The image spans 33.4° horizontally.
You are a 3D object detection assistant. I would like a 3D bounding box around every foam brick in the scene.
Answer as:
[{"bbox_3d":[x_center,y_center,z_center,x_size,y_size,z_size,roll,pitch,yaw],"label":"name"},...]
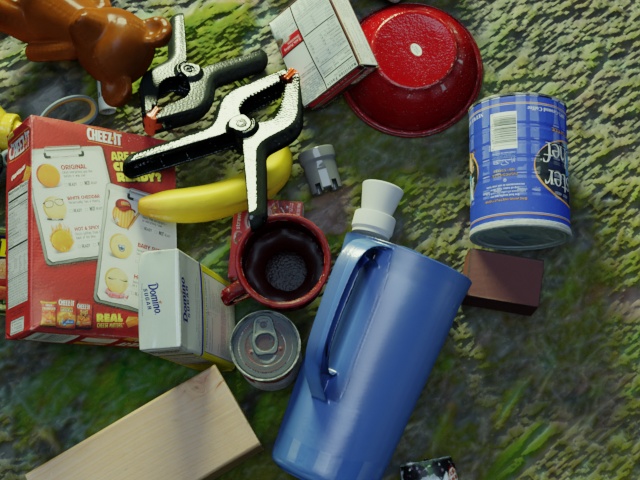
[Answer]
[{"bbox_3d":[0.186,0.043,1.100,0.078,0.053,0.051,10,76,3],"label":"foam brick"}]

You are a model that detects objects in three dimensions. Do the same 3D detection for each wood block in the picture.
[{"bbox_3d":[-0.168,0.216,1.044,0.206,0.090,0.091,-30,78,-7],"label":"wood block"}]

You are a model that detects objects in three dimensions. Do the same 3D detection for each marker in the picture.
[{"bbox_3d":[-0.241,-0.199,1.184,0.020,0.020,0.121,-8,76,-1],"label":"marker"}]

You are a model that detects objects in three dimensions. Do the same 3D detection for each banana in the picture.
[{"bbox_3d":[-0.093,-0.056,1.104,0.070,0.037,0.197,35,49,31],"label":"banana"}]

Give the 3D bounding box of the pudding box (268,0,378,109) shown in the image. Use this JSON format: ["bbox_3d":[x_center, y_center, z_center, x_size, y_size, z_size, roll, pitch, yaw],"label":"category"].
[{"bbox_3d":[0.002,-0.211,1.149,0.090,0.039,0.113,-32,76,36],"label":"pudding box"}]

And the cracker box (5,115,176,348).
[{"bbox_3d":[-0.228,-0.003,1.069,0.163,0.072,0.214,8,71,-39],"label":"cracker box"}]

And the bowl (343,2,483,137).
[{"bbox_3d":[0.099,-0.196,1.159,0.162,0.055,0.162,0,76,0],"label":"bowl"}]

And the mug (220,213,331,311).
[{"bbox_3d":[-0.046,0.033,1.060,0.117,0.081,0.093,-31,80,-5],"label":"mug"}]

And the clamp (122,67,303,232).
[{"bbox_3d":[-0.073,-0.099,1.079,0.165,0.036,0.209,30,57,24],"label":"clamp"}]

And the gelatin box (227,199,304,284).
[{"bbox_3d":[-0.057,0.002,1.125,0.073,0.030,0.089,4,76,2],"label":"gelatin box"}]

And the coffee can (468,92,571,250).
[{"bbox_3d":[0.204,-0.069,1.101,0.103,0.103,0.140,1,76,1],"label":"coffee can"}]

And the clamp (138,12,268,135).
[{"bbox_3d":[-0.148,-0.180,1.145,0.120,0.039,0.171,29,50,17],"label":"clamp"}]

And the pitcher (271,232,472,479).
[{"bbox_3d":[0.039,0.119,1.033,0.149,0.145,0.243,24,83,-12],"label":"pitcher"}]

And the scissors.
[{"bbox_3d":[-0.311,-0.076,1.132,0.201,0.016,0.096,-39,113,-8],"label":"scissors"}]

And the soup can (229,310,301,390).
[{"bbox_3d":[-0.052,0.111,1.061,0.068,0.102,0.068,0,76,1],"label":"soup can"}]

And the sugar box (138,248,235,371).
[{"bbox_3d":[-0.127,0.072,1.032,0.048,0.176,0.093,-7,75,13],"label":"sugar box"}]
